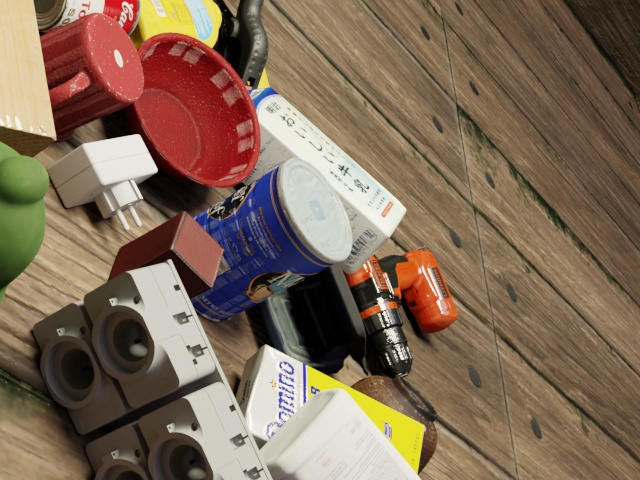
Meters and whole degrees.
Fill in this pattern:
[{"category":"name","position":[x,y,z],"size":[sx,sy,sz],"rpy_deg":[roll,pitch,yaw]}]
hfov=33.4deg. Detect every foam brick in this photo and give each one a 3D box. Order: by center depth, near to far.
[{"category":"foam brick","position":[-0.131,0.023,0.899],"size":[0.051,0.078,0.053],"rpy_deg":[47,32,-27]}]

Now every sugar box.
[{"category":"sugar box","position":[0.006,0.174,0.958],"size":[0.176,0.048,0.093],"rpy_deg":[30,47,-18]}]

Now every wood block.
[{"category":"wood block","position":[-0.270,-0.155,0.786],"size":[0.090,0.090,0.206],"rpy_deg":[11,59,-51]}]

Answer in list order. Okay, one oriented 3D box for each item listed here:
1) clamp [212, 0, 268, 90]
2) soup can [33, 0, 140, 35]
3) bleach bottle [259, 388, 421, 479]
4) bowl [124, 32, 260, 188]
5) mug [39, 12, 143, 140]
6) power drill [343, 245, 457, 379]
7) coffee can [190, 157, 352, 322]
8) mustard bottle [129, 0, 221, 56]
[{"category":"clamp","position":[-0.097,-0.236,1.208],"size":[0.039,0.120,0.171],"rpy_deg":[13,74,-33]},{"category":"soup can","position":[-0.222,-0.220,0.976],"size":[0.102,0.069,0.068],"rpy_deg":[-7,71,-61]},{"category":"bleach bottle","position":[0.058,0.247,0.893],"size":[0.102,0.068,0.251],"rpy_deg":[-44,100,-28]},{"category":"bowl","position":[-0.134,-0.117,1.031],"size":[0.161,0.055,0.162],"rpy_deg":[26,52,-39]},{"category":"mug","position":[-0.207,-0.136,0.892],"size":[0.093,0.082,0.117],"rpy_deg":[64,22,-18]},{"category":"power drill","position":[0.094,0.074,1.269],"size":[0.187,0.057,0.184],"rpy_deg":[6,60,-59]},{"category":"coffee can","position":[-0.056,0.001,0.978],"size":[0.102,0.140,0.103],"rpy_deg":[41,33,-35]},{"category":"mustard bottle","position":[-0.157,-0.233,1.114],"size":[0.096,0.058,0.191],"rpy_deg":[60,27,4]}]
